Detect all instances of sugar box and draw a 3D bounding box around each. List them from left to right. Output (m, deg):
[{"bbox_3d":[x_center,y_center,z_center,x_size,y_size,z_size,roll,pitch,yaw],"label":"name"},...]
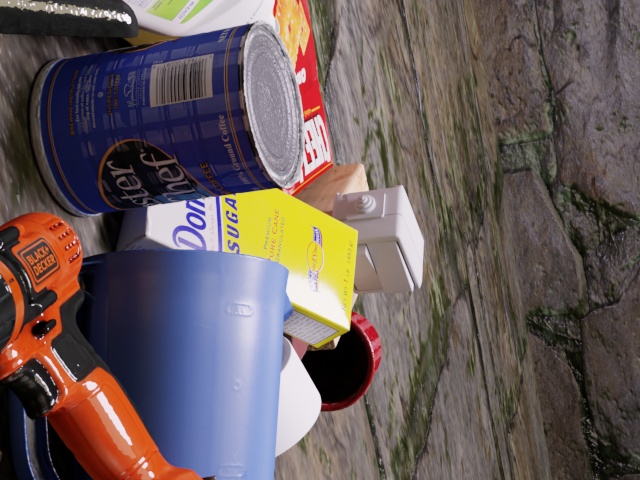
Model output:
[{"bbox_3d":[-0.055,0.001,0.769,0.176,0.048,0.093,28,50,-30],"label":"sugar box"}]

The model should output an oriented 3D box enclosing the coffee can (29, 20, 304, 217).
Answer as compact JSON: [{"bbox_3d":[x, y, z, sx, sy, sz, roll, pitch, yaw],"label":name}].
[{"bbox_3d":[-0.092,-0.074,0.663,0.102,0.140,0.103,-7,90,-72],"label":"coffee can"}]

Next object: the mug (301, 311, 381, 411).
[{"bbox_3d":[0.007,0.099,1.016,0.117,0.093,0.081,62,12,4],"label":"mug"}]

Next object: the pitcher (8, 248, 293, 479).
[{"bbox_3d":[-0.095,0.128,0.631,0.145,0.149,0.243,73,17,-77],"label":"pitcher"}]

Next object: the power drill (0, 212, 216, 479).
[{"bbox_3d":[-0.121,0.083,0.488,0.187,0.057,0.184,63,13,-10],"label":"power drill"}]
